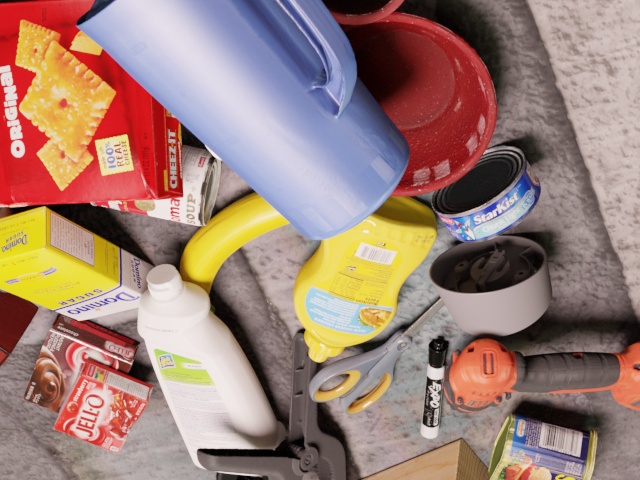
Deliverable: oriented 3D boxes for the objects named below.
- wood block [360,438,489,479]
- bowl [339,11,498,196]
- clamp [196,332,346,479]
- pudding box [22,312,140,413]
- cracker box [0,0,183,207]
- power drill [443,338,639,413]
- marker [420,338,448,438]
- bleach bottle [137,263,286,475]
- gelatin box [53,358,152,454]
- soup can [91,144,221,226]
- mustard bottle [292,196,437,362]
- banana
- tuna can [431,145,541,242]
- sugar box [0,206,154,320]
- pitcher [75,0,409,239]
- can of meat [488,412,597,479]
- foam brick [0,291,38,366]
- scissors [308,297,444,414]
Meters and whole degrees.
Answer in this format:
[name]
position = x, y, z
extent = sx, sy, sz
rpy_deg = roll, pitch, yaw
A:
[wood block]
position = 0.082, 0.301, 1.120
extent = 0.206, 0.090, 0.090
rpy_deg = -28, 113, 28
[bowl]
position = 0.061, -0.117, 0.856
extent = 0.162, 0.055, 0.162
rpy_deg = 6, 125, 8
[clamp]
position = -0.020, 0.203, 1.066
extent = 0.036, 0.164, 0.210
rpy_deg = 17, 152, 44
[pudding box]
position = -0.248, 0.135, 1.107
extent = 0.090, 0.039, 0.114
rpy_deg = 24, 126, -7
[cracker box]
position = -0.224, -0.111, 0.871
extent = 0.214, 0.072, 0.164
rpy_deg = -1, 94, 12
[power drill]
position = 0.206, 0.126, 0.961
extent = 0.187, 0.057, 0.184
rpy_deg = -2, 165, 0
[marker]
position = 0.111, 0.145, 1.049
extent = 0.020, 0.020, 0.121
rpy_deg = 6, 125, 8
[bleach bottle]
position = -0.109, 0.124, 1.033
extent = 0.103, 0.068, 0.251
rpy_deg = 1, 132, 19
[gelatin box]
position = -0.222, 0.170, 1.085
extent = 0.073, 0.030, 0.089
rpy_deg = 25, 123, -13
[soup can]
position = -0.144, -0.054, 0.936
extent = 0.102, 0.068, 0.068
rpy_deg = 11, 126, 3
[mustard bottle]
position = 0.028, 0.041, 0.969
extent = 0.096, 0.058, 0.192
rpy_deg = 14, 127, -13
[banana]
position = -0.073, -0.003, 0.979
extent = 0.069, 0.037, 0.198
rpy_deg = 24, 131, -32
[tuna can]
position = 0.136, -0.038, 0.876
extent = 0.086, 0.086, 0.033
rpy_deg = -24, 118, 25
[sugar box]
position = -0.233, 0.026, 0.968
extent = 0.093, 0.048, 0.176
rpy_deg = -14, 155, 20
[pitcher]
position = -0.041, -0.117, 0.763
extent = 0.145, 0.149, 0.242
rpy_deg = -39, 112, 12
[can of meat]
position = 0.214, 0.214, 1.040
extent = 0.084, 0.057, 0.102
rpy_deg = 14, 147, 5
[foam brick]
position = -0.328, 0.090, 1.070
extent = 0.051, 0.078, 0.053
rpy_deg = 37, 121, -13
[scissors]
position = 0.057, 0.100, 1.009
extent = 0.096, 0.016, 0.202
rpy_deg = 3, 133, -31
